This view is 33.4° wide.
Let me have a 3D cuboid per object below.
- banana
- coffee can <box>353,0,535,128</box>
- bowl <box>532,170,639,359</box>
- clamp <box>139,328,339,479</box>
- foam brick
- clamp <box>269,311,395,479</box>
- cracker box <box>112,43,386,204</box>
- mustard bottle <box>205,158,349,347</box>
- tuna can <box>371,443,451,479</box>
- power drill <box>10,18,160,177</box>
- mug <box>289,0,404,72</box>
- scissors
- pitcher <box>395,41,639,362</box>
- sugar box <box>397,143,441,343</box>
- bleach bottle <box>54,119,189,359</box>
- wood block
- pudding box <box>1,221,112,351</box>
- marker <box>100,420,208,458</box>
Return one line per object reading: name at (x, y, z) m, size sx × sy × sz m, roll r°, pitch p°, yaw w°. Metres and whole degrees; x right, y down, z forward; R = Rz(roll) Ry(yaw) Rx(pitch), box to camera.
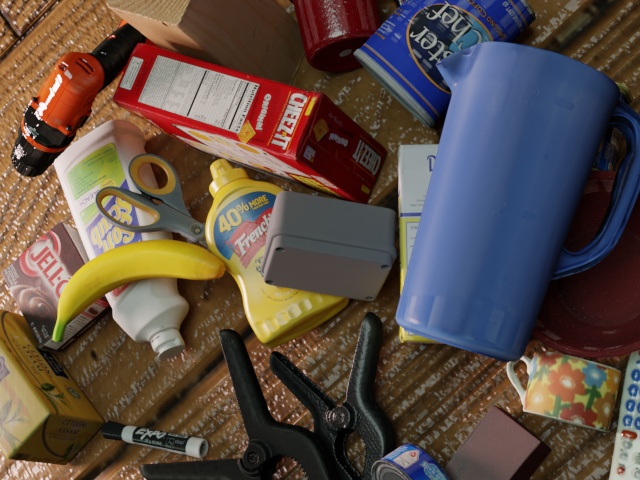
banana at (-0.184, 0.036, 1.045) m, size 0.198 × 0.037 × 0.069 m, roll -23°, pitch 80°, yaw 19°
coffee can at (0.115, -0.190, 1.001) m, size 0.140 × 0.102 × 0.103 m, roll -46°, pitch 63°, yaw 6°
bowl at (0.240, 0.025, 0.911) m, size 0.162 × 0.055 × 0.162 m, roll -7°, pitch 73°, yaw 23°
clamp at (-0.054, 0.188, 0.977) m, size 0.210 × 0.036 × 0.164 m, roll 24°, pitch 91°, yaw 26°
foam brick at (0.150, 0.187, 0.908) m, size 0.053 × 0.051 × 0.078 m, roll 40°, pitch 93°, yaw 29°
clamp at (0.030, 0.153, 0.976) m, size 0.120 × 0.039 × 0.171 m, roll -35°, pitch 69°, yaw 25°
cracker box at (-0.065, -0.112, 1.026) m, size 0.214 × 0.164 × 0.072 m, roll 19°, pitch 86°, yaw 28°
mustard bottle at (-0.057, 0.001, 1.036) m, size 0.096 × 0.058 × 0.192 m, roll -30°, pitch 71°, yaw 0°
tuna can at (0.083, 0.217, 0.910) m, size 0.033 × 0.086 × 0.086 m, roll -28°, pitch 60°, yaw -25°
power drill at (-0.231, -0.157, 1.083) m, size 0.185 × 0.057 × 0.187 m, roll -40°, pitch 13°, yaw 47°
mug at (0.030, -0.222, 1.065) m, size 0.117 × 0.093 × 0.081 m, roll -8°, pitch 74°, yaw -14°
scissors at (-0.126, -0.027, 1.080) m, size 0.201 × 0.016 × 0.096 m, roll 16°, pitch 67°, yaw 0°
pitcher at (0.156, -0.026, 0.868) m, size 0.149 × 0.144 × 0.243 m, roll 15°, pitch 86°, yaw 42°
sugar box at (0.116, 0.003, 0.951) m, size 0.093 × 0.048 × 0.176 m, roll 0°, pitch 82°, yaw 3°
bleach bottle at (-0.192, 0.003, 1.109) m, size 0.103 × 0.068 × 0.251 m, roll -31°, pitch 68°, yaw 13°
wood block at (-0.104, -0.215, 1.048) m, size 0.091 × 0.205 × 0.090 m, roll 21°, pitch 84°, yaw 27°
pudding box at (-0.281, 0.050, 1.146) m, size 0.090 × 0.039 × 0.113 m, roll -40°, pitch 63°, yaw 9°
marker at (-0.168, 0.198, 1.065) m, size 0.121 × 0.020 × 0.020 m, roll 5°, pitch 78°, yaw 26°
